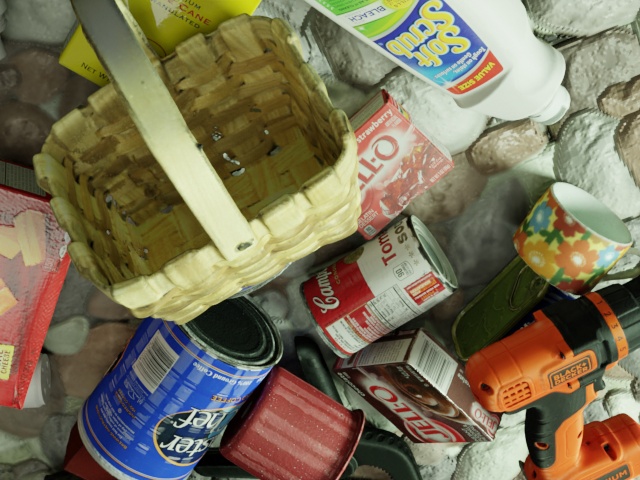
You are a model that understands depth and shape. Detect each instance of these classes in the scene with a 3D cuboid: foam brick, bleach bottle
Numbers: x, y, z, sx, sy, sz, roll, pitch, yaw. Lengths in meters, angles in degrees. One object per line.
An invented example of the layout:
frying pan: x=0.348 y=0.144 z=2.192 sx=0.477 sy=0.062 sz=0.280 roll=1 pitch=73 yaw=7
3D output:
foam brick: x=-0.167 y=0.174 z=0.887 sx=0.078 sy=0.053 sz=0.051 roll=33 pitch=114 yaw=-20
bleach bottle: x=0.083 y=-0.144 z=0.676 sx=0.250 sy=0.068 sz=0.103 roll=28 pitch=148 yaw=-37

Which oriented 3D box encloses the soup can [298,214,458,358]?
soup can: x=0.044 y=0.035 z=0.808 sx=0.102 sy=0.068 sz=0.068 roll=-33 pitch=118 yaw=15

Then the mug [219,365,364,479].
mug: x=-0.029 y=0.155 z=0.839 sx=0.081 sy=0.093 sz=0.117 roll=33 pitch=150 yaw=-8

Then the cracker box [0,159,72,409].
cracker box: x=-0.288 y=0.014 z=0.740 sx=0.213 sy=0.072 sz=0.164 roll=16 pitch=106 yaw=-21

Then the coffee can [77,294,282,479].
coffee can: x=-0.109 y=0.108 z=0.822 sx=0.102 sy=0.103 sz=0.140 roll=28 pitch=115 yaw=-19

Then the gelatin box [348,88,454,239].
gelatin box: x=0.040 y=-0.054 z=0.776 sx=0.089 sy=0.030 sz=0.073 roll=-41 pitch=115 yaw=19

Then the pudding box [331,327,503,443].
pudding box: x=0.079 y=0.119 z=0.854 sx=0.113 sy=0.039 sz=0.090 roll=45 pitch=145 yaw=-24

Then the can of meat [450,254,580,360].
can of meat: x=0.169 y=0.069 z=0.843 sx=0.083 sy=0.057 sz=0.102 roll=32 pitch=114 yaw=-23

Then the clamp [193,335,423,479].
clamp: x=0.015 y=0.176 z=0.909 sx=0.209 sy=0.036 sz=0.165 roll=27 pitch=117 yaw=-14

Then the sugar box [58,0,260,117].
sugar box: x=-0.086 y=-0.169 z=0.689 sx=0.093 sy=0.048 sz=0.176 roll=27 pitch=117 yaw=-21

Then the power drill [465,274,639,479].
power drill: x=0.209 y=0.114 z=0.812 sx=0.184 sy=0.057 sz=0.187 roll=-24 pitch=130 yaw=-2
